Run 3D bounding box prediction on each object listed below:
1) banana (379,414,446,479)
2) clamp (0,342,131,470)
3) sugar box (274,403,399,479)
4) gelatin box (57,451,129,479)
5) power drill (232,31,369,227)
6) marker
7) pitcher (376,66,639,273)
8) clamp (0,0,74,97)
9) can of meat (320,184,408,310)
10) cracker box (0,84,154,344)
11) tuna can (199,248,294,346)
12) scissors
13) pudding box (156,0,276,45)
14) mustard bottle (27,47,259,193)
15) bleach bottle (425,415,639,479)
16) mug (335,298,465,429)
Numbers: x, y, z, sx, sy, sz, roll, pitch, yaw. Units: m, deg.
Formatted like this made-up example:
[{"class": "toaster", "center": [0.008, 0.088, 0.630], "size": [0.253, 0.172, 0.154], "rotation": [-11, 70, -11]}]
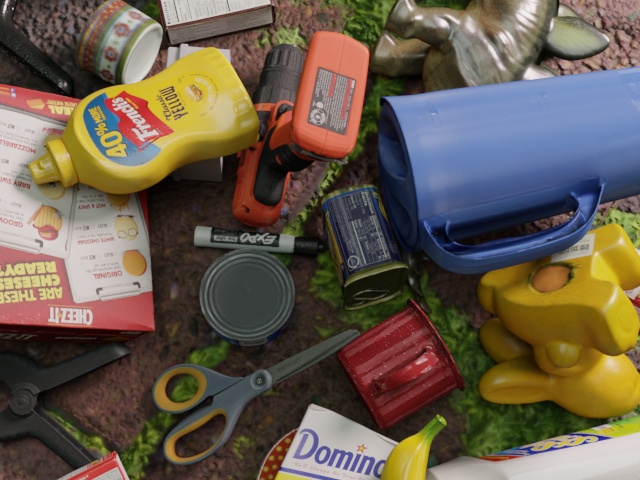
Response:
[{"class": "banana", "center": [0.086, 0.242, 0.844], "size": [0.070, 0.037, 0.198], "rotation": [-18, 78, 24]}, {"class": "clamp", "center": [-0.251, 0.150, 0.935], "size": [0.171, 0.039, 0.120], "rotation": [-1, 77, 4]}, {"class": "sugar box", "center": [-0.005, 0.234, 0.885], "size": [0.093, 0.048, 0.176], "rotation": [24, 76, 6]}, {"class": "gelatin box", "center": [-0.187, 0.235, 0.900], "size": [0.073, 0.030, 0.089], "rotation": [-26, 96, -8]}, {"class": "power drill", "center": [-0.020, -0.115, 0.945], "size": [0.057, 0.188, 0.184], "rotation": [14, 74, -18]}, {"class": "marker", "center": [-0.056, 0.001, 0.992], "size": [0.121, 0.020, 0.020], "rotation": [5, 73, 1]}, {"class": "pitcher", "center": [0.175, -0.067, 0.899], "size": [0.242, 0.145, 0.149], "rotation": [-11, 98, -6]}, {"class": "clamp", "center": [-0.328, -0.210, 1.045], "size": [0.164, 0.036, 0.210], "rotation": [-7, 73, -2]}, {"class": "can of meat", "center": [0.036, 0.006, 0.950], "size": [0.057, 0.102, 0.084], "rotation": [-16, 72, -5]}, {"class": "cracker box", "center": [-0.238, -0.020, 0.935], "size": [0.163, 0.072, 0.214], "rotation": [7, 69, -36]}, {"class": "tuna can", "center": [-0.066, 0.053, 0.969], "size": [0.086, 0.034, 0.086], "rotation": [0, 73, -1]}, {"class": "scissors", "center": [-0.068, 0.113, 0.931], "size": [0.202, 0.016, 0.096], "rotation": [-43, 67, 6]}, {"class": "pudding box", "center": [-0.108, -0.250, 1.060], "size": [0.113, 0.039, 0.090], "rotation": [-13, 73, -3]}, {"class": "mustard bottle", "center": [-0.155, -0.092, 0.909], "size": [0.191, 0.058, 0.096], "rotation": [-24, 69, -14]}, {"class": "bleach bottle", "center": [0.188, 0.198, 0.892], "size": [0.250, 0.102, 0.068], "rotation": [-11, 88, -3]}, {"class": "mug", "center": [0.068, 0.110, 0.913], "size": [0.081, 0.117, 0.093], "rotation": [-30, 92, -5]}]
